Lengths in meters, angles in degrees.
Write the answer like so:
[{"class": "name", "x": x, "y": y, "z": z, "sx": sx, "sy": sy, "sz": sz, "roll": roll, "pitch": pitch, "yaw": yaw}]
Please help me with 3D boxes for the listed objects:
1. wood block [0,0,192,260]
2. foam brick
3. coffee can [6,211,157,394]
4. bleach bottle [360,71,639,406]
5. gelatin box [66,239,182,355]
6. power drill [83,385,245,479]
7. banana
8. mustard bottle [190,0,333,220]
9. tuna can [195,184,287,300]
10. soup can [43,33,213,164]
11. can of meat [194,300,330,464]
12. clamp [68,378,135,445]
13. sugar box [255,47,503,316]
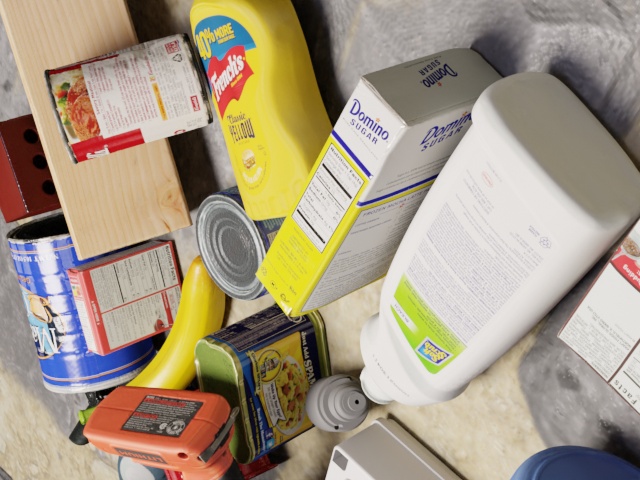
[{"class": "wood block", "x": -0.174, "y": -0.100, "z": 0.819, "sx": 0.090, "sy": 0.090, "sz": 0.206, "roll": -160, "pitch": 54, "yaw": -74}, {"class": "foam brick", "x": -0.239, "y": -0.060, "z": 0.877, "sx": 0.051, "sy": 0.052, "sz": 0.078, "roll": -14, "pitch": 96, "yaw": 52}, {"class": "coffee can", "x": -0.209, "y": 0.050, "z": 0.941, "sx": 0.103, "sy": 0.102, "sz": 0.140, "roll": 6, "pitch": 112, "yaw": 48}, {"class": "bleach bottle", "x": 0.081, "y": 0.022, "z": 0.627, "sx": 0.102, "sy": 0.067, "sz": 0.251, "roll": 54, "pitch": 142, "yaw": 17}, {"class": "gelatin box", "x": -0.159, "y": 0.046, "z": 0.892, "sx": 0.030, "sy": 0.089, "sz": 0.073, "roll": 4, "pitch": 111, "yaw": 52}, {"class": "power drill", "x": -0.100, "y": 0.192, "z": 0.781, "sx": 0.185, "sy": 0.057, "sz": 0.187, "roll": -1, "pitch": 127, "yaw": 29}, {"class": "banana", "x": -0.123, "y": 0.091, "z": 0.882, "sx": 0.198, "sy": 0.069, "sz": 0.037, "roll": -53, "pitch": 56, "yaw": 22}, {"class": "mustard bottle", "x": -0.042, "y": -0.112, "z": 0.705, "sx": 0.096, "sy": 0.058, "sz": 0.191, "roll": -5, "pitch": 103, "yaw": 61}, {"class": "tuna can", "x": -0.055, "y": 0.001, "z": 0.794, "sx": 0.086, "sy": 0.033, "sz": 0.086, "roll": 25, "pitch": 125, "yaw": 40}, {"class": "soup can", "x": -0.132, "y": -0.099, "z": 0.742, "sx": 0.068, "sy": 0.102, "sz": 0.068, "roll": 163, "pitch": 90, "yaw": -83}, {"class": "can of meat", "x": -0.041, "y": 0.104, "z": 0.789, "sx": 0.058, "sy": 0.083, "sz": 0.102, "roll": 12, "pitch": 116, "yaw": 46}, {"class": "clamp", "x": -0.217, "y": 0.137, "z": 1.044, "sx": 0.172, "sy": 0.039, "sz": 0.120, "roll": -20, "pitch": 96, "yaw": 45}, {"class": "sugar box", "x": 0.033, "y": -0.032, "z": 0.631, "sx": 0.048, "sy": 0.093, "sz": 0.176, "roll": 49, "pitch": 137, "yaw": 21}]
